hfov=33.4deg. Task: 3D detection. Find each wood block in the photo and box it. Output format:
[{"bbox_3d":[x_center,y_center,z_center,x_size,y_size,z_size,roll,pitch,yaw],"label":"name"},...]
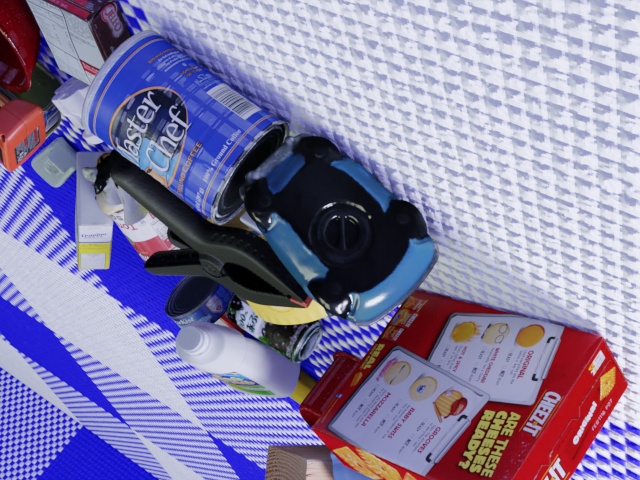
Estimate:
[{"bbox_3d":[0.043,0.293,1.264,0.205,0.091,0.090,7,177,-33],"label":"wood block"}]

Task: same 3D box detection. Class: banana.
[{"bbox_3d":[-0.050,0.182,1.418,0.198,0.037,0.070,35,157,11],"label":"banana"}]

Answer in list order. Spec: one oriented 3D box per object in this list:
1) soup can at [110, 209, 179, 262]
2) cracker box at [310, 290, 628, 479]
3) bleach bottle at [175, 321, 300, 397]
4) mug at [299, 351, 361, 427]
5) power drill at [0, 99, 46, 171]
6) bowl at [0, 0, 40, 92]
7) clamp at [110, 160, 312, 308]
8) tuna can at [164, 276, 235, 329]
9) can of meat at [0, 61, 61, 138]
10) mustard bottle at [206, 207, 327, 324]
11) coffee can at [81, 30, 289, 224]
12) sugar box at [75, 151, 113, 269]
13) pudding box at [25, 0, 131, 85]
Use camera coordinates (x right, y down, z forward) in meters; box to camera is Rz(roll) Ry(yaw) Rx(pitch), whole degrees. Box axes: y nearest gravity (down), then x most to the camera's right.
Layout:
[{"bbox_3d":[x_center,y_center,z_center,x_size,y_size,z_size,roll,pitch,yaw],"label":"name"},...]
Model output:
[{"bbox_3d":[-0.192,-0.023,1.207,0.069,0.068,0.102,20,150,41],"label":"soup can"},{"bbox_3d":[0.119,0.139,0.885,0.214,0.164,0.072,13,148,50],"label":"cracker box"},{"bbox_3d":[-0.109,0.136,1.263,0.103,0.068,0.250,8,168,21],"label":"bleach bottle"},{"bbox_3d":[0.038,0.197,1.243,0.117,0.081,0.093,40,159,0],"label":"mug"},{"bbox_3d":[-0.363,-0.164,1.073,0.187,0.057,0.184,42,162,3],"label":"power drill"},{"bbox_3d":[-0.331,-0.224,1.056,0.162,0.055,0.162,34,158,15],"label":"bowl"},{"bbox_3d":[-0.098,0.006,0.980,0.210,0.036,0.164,19,149,25],"label":"clamp"},{"bbox_3d":[-0.144,0.070,1.286,0.086,0.086,0.033,7,144,54],"label":"tuna can"},{"bbox_3d":[-0.332,-0.165,1.174,0.102,0.057,0.084,40,156,-3],"label":"can of meat"},{"bbox_3d":[-0.057,0.002,1.035,0.096,0.058,0.191,-5,135,29],"label":"mustard bottle"},{"bbox_3d":[-0.112,-0.094,0.889,0.140,0.102,0.103,35,158,10],"label":"coffee can"},{"bbox_3d":[-0.272,-0.033,1.287,0.048,0.093,0.176,0,163,-15],"label":"sugar box"},{"bbox_3d":[-0.212,-0.185,0.963,0.090,0.039,0.113,30,155,25],"label":"pudding box"}]
